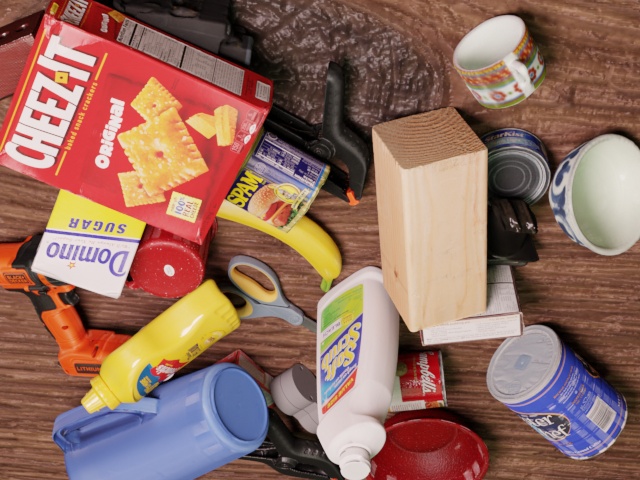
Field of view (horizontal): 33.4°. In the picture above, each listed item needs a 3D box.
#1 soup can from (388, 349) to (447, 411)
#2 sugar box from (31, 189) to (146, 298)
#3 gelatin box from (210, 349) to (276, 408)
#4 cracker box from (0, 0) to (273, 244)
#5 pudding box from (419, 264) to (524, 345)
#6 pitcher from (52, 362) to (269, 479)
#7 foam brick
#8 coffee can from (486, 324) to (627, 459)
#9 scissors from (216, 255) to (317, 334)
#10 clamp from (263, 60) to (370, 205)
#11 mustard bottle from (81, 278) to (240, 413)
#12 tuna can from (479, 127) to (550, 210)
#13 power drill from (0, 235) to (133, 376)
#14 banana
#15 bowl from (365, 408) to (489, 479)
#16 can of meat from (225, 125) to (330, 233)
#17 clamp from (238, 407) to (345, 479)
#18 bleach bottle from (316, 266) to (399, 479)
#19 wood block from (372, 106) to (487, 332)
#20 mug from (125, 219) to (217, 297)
[{"bbox_3d":[0.098,0.169,1.276,0.102,0.068,0.068,-6,128,7],"label":"soup can"},{"bbox_3d":[-0.217,-0.038,1.071,0.093,0.048,0.176,19,85,-14],"label":"sugar box"},{"bbox_3d":[-0.100,0.181,1.316,0.073,0.030,0.089,-33,121,26],"label":"gelatin box"},{"bbox_3d":[-0.172,-0.109,0.981,0.213,0.072,0.164,22,122,-15],"label":"cracker box"},{"bbox_3d":[0.163,0.070,1.181,0.113,0.090,0.039,-8,128,7],"label":"pudding box"},{"bbox_3d":[-0.188,0.227,1.262,0.243,0.149,0.145,-27,89,33],"label":"pitcher"},{"bbox_3d":[-0.290,-0.176,1.021,0.078,0.053,0.051,-18,126,14],"label":"foam brick"},{"bbox_3d":[0.279,0.179,1.257,0.103,0.103,0.140,-36,120,26],"label":"coffee can"},{"bbox_3d":[-0.050,0.092,1.252,0.096,0.016,0.201,-28,122,24],"label":"scissors"},{"bbox_3d":[0.007,-0.107,1.071,0.120,0.039,0.171,-16,132,38],"label":"clamp"},{"bbox_3d":[-0.179,0.123,1.167,0.191,0.058,0.096,-37,164,-10],"label":"mustard bottle"},{"bbox_3d":[0.193,-0.072,1.102,0.086,0.033,0.086,1,129,1],"label":"tuna can"},{"bbox_3d":[-0.271,0.072,1.190,0.185,0.057,0.187,0,132,32],"label":"power drill"},{"bbox_3d":[-0.042,-0.007,1.158,0.197,0.037,0.070,37,118,-24],"label":"banana"},{"bbox_3d":[0.132,0.263,1.358,0.162,0.055,0.162,1,129,1],"label":"bowl"},{"bbox_3d":[-0.048,-0.060,1.079,0.084,0.057,0.102,29,149,-9],"label":"can of meat"},{"bbox_3d":[-0.043,0.265,1.354,0.209,0.036,0.165,24,146,-26],"label":"clamp"},{"bbox_3d":[0.042,0.143,1.140,0.103,0.250,0.068,-36,120,26],"label":"bleach bottle"},{"bbox_3d":[0.113,-0.020,1.096,0.090,0.091,0.206,-15,129,-11],"label":"wood block"},{"bbox_3d":[-0.170,0.013,1.149,0.117,0.081,0.093,-32,121,24],"label":"mug"}]
